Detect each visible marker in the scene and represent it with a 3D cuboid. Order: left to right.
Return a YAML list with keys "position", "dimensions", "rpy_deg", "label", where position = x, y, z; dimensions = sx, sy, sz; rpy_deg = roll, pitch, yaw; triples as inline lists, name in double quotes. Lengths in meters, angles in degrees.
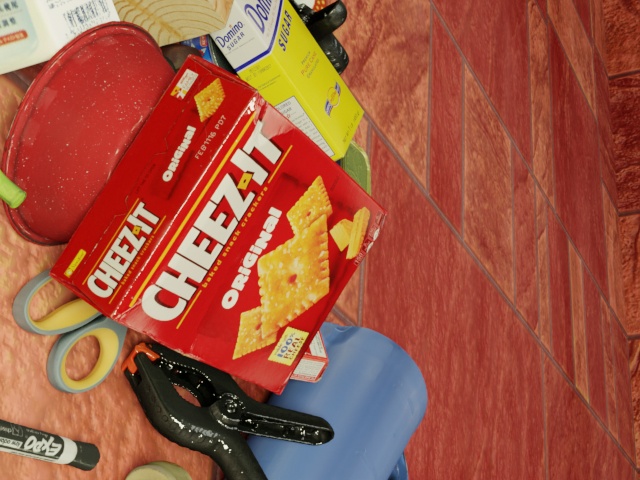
- position: [-0.179, 0.127, 0.670]
  dimensions: [0.121, 0.020, 0.020]
  rpy_deg: [36, 49, -56]
  label: "marker"

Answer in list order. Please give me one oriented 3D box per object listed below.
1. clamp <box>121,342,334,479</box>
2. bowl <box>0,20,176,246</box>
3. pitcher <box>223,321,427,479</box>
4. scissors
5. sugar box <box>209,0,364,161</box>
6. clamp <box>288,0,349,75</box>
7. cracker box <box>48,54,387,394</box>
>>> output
- position: [-0.065, 0.130, 0.787]
  dimensions: [0.171, 0.039, 0.120]
  rpy_deg: [44, 29, 2]
  label: "clamp"
- position: [-0.133, -0.059, 0.702]
  dimensions: [0.162, 0.055, 0.162]
  rpy_deg: [-50, 156, -32]
  label: "bowl"
- position: [0.000, 0.196, 0.899]
  dimensions: [0.242, 0.149, 0.145]
  rpy_deg: [-53, 166, -53]
  label: "pitcher"
- position: [-0.126, 0.045, 0.754]
  dimensions: [0.201, 0.016, 0.096]
  rpy_deg: [-13, 104, -47]
  label: "scissors"
- position: [-0.033, -0.155, 0.935]
  dimensions: [0.176, 0.048, 0.093]
  rpy_deg: [55, 29, -22]
  label: "sugar box"
- position: [-0.027, -0.218, 1.048]
  dimensions: [0.036, 0.165, 0.210]
  rpy_deg: [-49, 163, -5]
  label: "clamp"
- position: [-0.055, 0.001, 0.723]
  dimensions: [0.164, 0.072, 0.213]
  rpy_deg: [-58, 148, -4]
  label: "cracker box"
